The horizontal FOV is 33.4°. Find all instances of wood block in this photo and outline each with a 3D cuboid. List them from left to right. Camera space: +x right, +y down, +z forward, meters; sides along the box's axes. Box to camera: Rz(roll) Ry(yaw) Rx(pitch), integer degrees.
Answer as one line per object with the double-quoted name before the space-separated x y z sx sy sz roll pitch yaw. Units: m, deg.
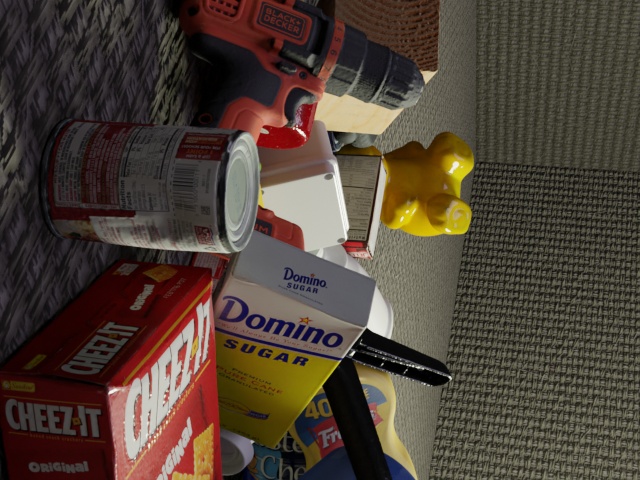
"wood block" 0.037 -0.166 0.957 0.206 0.090 0.091 139 -47 -78

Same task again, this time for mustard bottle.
"mustard bottle" 0.019 0.148 0.902 0.058 0.096 0.191 -105 180 -69

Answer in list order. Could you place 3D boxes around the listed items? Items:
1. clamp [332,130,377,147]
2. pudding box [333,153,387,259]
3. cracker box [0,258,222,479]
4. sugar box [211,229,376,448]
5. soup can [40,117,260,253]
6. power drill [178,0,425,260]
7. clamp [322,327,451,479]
"clamp" 0.042 -0.155 1.139 0.171 0.039 0.120 6 94 -81
"pudding box" 0.017 -0.037 1.110 0.039 0.090 0.113 73 24 -58
"cracker box" -0.111 0.139 0.628 0.164 0.072 0.214 -58 150 -66
"sugar box" -0.039 0.072 0.722 0.176 0.093 0.048 122 -12 -50
"soup can" -0.091 -0.030 0.581 0.068 0.102 0.068 5 90 -78
"power drill" -0.027 -0.074 0.734 0.057 0.184 0.187 145 -38 -67
"clamp" 0.019 0.080 0.835 0.210 0.036 0.164 53 35 -1
